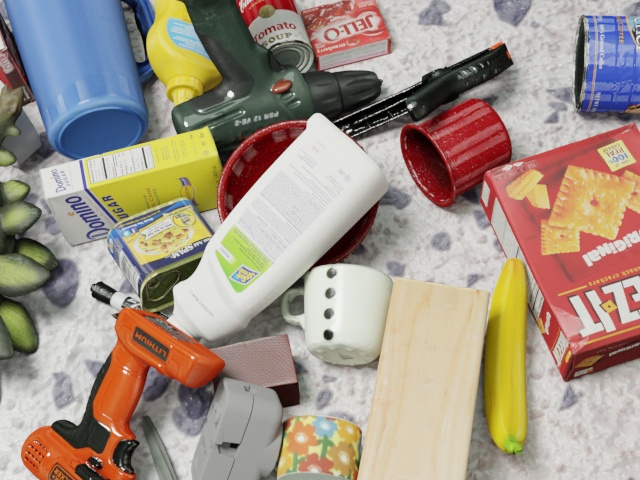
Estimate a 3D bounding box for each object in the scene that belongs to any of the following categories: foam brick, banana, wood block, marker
[{"bbox_3d":[-0.061,0.127,0.994,0.078,0.051,0.053,-10,58,-2],"label":"foam brick"},{"bbox_3d":[0.173,0.114,0.972,0.037,0.070,0.197,11,57,-11],"label":"banana"},{"bbox_3d":[0.092,0.149,0.945,0.090,0.091,0.206,8,60,9],"label":"wood block"},{"bbox_3d":[-0.178,0.071,1.056,0.121,0.020,0.020,24,64,18],"label":"marker"}]

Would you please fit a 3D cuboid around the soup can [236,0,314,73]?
[{"bbox_3d":[-0.052,-0.236,1.199,0.068,0.068,0.102,-16,60,-4],"label":"soup can"}]

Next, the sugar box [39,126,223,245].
[{"bbox_3d":[-0.186,-0.054,1.088,0.176,0.093,0.048,-17,58,-5],"label":"sugar box"}]

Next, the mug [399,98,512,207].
[{"bbox_3d":[0.134,-0.097,1.096,0.081,0.093,0.117,-29,31,-17],"label":"mug"}]

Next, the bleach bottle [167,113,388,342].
[{"bbox_3d":[-0.057,0.001,1.005,0.251,0.068,0.103,-44,64,-4],"label":"bleach bottle"}]

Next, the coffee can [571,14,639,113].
[{"bbox_3d":[0.340,-0.183,1.113,0.140,0.103,0.103,3,60,6],"label":"coffee can"}]

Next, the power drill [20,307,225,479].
[{"bbox_3d":[-0.162,0.168,0.934,0.185,0.057,0.187,31,92,27],"label":"power drill"}]

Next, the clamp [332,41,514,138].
[{"bbox_3d":[0.117,-0.159,1.130,0.209,0.165,0.036,-31,103,-33],"label":"clamp"}]

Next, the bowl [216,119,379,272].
[{"bbox_3d":[-0.021,-0.038,1.075,0.162,0.055,0.162,-1,72,4],"label":"bowl"}]

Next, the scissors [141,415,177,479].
[{"bbox_3d":[-0.137,0.251,0.944,0.096,0.016,0.202,-50,50,1],"label":"scissors"}]

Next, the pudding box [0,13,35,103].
[{"bbox_3d":[-0.365,-0.218,1.202,0.039,0.090,0.113,-24,60,-8],"label":"pudding box"}]

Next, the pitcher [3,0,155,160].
[{"bbox_3d":[-0.259,-0.212,1.178,0.149,0.145,0.243,-23,63,5],"label":"pitcher"}]

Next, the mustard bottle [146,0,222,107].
[{"bbox_3d":[-0.146,-0.222,1.191,0.096,0.058,0.191,22,54,-33],"label":"mustard bottle"}]

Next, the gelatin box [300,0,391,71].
[{"bbox_3d":[0.029,-0.238,1.215,0.089,0.030,0.073,-15,60,-4],"label":"gelatin box"}]

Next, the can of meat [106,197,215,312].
[{"bbox_3d":[-0.151,0.012,1.058,0.102,0.057,0.084,-23,55,-25],"label":"can of meat"}]

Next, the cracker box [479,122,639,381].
[{"bbox_3d":[0.269,0.006,1.025,0.164,0.072,0.214,-17,60,-5],"label":"cracker box"}]
